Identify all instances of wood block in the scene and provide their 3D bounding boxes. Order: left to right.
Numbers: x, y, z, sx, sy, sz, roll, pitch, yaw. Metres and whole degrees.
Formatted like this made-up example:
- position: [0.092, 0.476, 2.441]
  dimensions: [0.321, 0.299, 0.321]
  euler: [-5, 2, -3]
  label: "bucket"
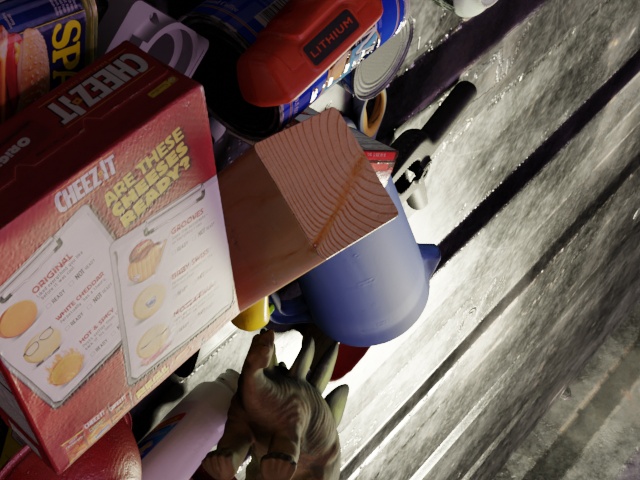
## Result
- position: [-0.054, -0.001, 0.779]
  dimensions: [0.090, 0.090, 0.207]
  euler: [-30, 179, -45]
  label: "wood block"

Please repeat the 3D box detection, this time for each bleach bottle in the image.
- position: [-0.158, 0.219, 1.012]
  dimensions: [0.250, 0.068, 0.103]
  euler: [-48, -169, -33]
  label: "bleach bottle"

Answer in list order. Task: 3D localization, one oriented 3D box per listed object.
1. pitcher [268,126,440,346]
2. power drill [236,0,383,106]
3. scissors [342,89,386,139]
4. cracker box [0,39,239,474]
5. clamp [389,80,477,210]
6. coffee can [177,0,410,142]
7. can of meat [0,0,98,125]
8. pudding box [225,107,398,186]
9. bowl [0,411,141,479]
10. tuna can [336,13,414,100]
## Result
- position: [0.016, 0.001, 1.014]
  dimensions: [0.149, 0.145, 0.242]
  euler: [-61, 156, -20]
  label: "pitcher"
- position: [-0.053, -0.172, 0.614]
  dimensions: [0.184, 0.057, 0.187]
  euler: [-45, 124, -22]
  label: "power drill"
- position: [0.035, -0.077, 1.067]
  dimensions: [0.096, 0.016, 0.202]
  euler: [-43, 154, -28]
  label: "scissors"
- position: [-0.135, 0.015, 0.625]
  dimensions: [0.164, 0.072, 0.214]
  euler: [-42, 150, -26]
  label: "cracker box"
- position: [0.097, -0.075, 1.151]
  dimensions: [0.209, 0.036, 0.165]
  euler: [-38, 153, -52]
  label: "clamp"
- position: [-0.019, -0.151, 0.751]
  dimensions: [0.140, 0.103, 0.103]
  euler: [-43, 154, -27]
  label: "coffee can"
- position: [-0.173, -0.095, 0.585]
  dimensions: [0.083, 0.057, 0.102]
  euler: [-33, 148, -39]
  label: "can of meat"
- position: [-0.005, -0.079, 0.861]
  dimensions: [0.089, 0.114, 0.039]
  euler: [-4, 122, -61]
  label: "pudding box"
- position: [-0.193, 0.205, 0.833]
  dimensions: [0.162, 0.055, 0.162]
  euler: [-41, 154, -25]
  label: "bowl"
- position: [0.044, -0.169, 0.939]
  dimensions: [0.086, 0.034, 0.086]
  euler: [-43, 154, -27]
  label: "tuna can"
